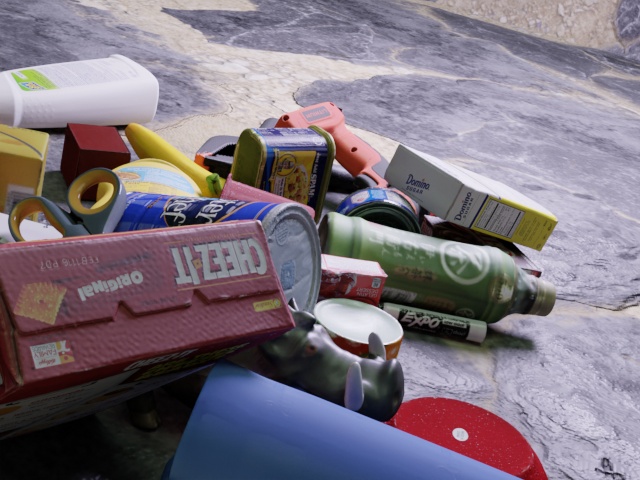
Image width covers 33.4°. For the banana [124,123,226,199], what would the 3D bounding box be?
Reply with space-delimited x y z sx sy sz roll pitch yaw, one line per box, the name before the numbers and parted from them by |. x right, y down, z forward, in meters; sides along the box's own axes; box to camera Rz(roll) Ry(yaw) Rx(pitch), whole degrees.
banana | -0.134 -0.069 1.070 0.037 0.069 0.198 -35 36 -21

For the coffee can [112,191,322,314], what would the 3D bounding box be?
coffee can | -0.083 0.019 0.783 0.140 0.103 0.102 5 16 26

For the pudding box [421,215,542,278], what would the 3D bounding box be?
pudding box | 0.157 0.016 1.073 0.090 0.039 0.113 8 23 -18

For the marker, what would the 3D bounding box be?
marker | 0.084 0.068 0.930 0.121 0.020 0.020 12 22 -6

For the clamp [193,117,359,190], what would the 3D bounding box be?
clamp | -0.056 -0.088 1.200 0.165 0.036 0.209 30 26 26

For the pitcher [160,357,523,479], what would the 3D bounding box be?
pitcher | 0.036 0.156 0.551 0.243 0.145 0.149 19 60 1

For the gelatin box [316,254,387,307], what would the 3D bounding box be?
gelatin box | 0.001 0.049 0.851 0.089 0.073 0.030 9 23 -15

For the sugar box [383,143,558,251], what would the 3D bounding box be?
sugar box | 0.150 -0.040 1.053 0.175 0.048 0.093 12 19 -45

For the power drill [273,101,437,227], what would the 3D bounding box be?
power drill | 0.034 -0.069 1.143 0.188 0.057 0.184 40 33 19

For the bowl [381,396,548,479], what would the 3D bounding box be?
bowl | 0.085 0.148 0.688 0.162 0.055 0.162 12 21 -5

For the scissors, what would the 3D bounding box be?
scissors | -0.142 0.003 0.734 0.202 0.016 0.096 26 60 38

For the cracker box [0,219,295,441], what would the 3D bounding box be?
cracker box | -0.146 0.058 0.578 0.163 0.072 0.214 -8 -14 -45

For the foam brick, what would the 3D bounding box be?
foam brick | -0.221 -0.078 1.048 0.051 0.053 0.078 4 25 -25

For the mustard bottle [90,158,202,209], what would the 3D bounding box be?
mustard bottle | -0.156 -0.031 0.966 0.096 0.058 0.191 7 23 -7

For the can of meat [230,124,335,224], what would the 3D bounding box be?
can of meat | -0.041 -0.063 1.061 0.083 0.102 0.058 -4 29 -34

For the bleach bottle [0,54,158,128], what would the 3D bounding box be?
bleach bottle | -0.307 -0.161 1.188 0.250 0.068 0.103 -12 34 -45

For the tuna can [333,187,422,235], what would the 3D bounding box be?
tuna can | 0.051 -0.004 0.996 0.086 0.086 0.034 11 24 -10
